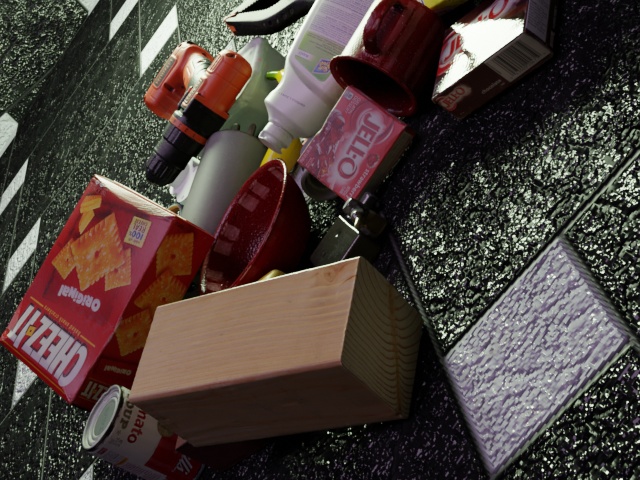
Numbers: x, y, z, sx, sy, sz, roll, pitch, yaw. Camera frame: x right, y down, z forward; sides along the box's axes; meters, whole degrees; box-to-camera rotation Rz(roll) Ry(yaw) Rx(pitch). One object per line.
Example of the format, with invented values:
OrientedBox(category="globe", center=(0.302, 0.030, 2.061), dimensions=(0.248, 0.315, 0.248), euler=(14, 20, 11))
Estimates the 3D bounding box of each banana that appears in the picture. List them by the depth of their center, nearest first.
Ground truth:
OrientedBox(category="banana", center=(-0.036, -0.133, 1.200), dimensions=(0.070, 0.037, 0.197), euler=(-33, 37, 36))

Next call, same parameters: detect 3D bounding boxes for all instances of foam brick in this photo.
OrientedBox(category="foam brick", center=(-0.082, 0.159, 0.940), dimensions=(0.078, 0.051, 0.053), euler=(-37, 31, 38))

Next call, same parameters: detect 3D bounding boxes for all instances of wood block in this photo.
OrientedBox(category="wood block", center=(-0.036, 0.091, 0.821), dimensions=(0.206, 0.090, 0.090), euler=(-15, 47, 34))

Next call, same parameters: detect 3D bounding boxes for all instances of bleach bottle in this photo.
OrientedBox(category="bleach bottle", center=(0.014, -0.200, 1.094), dimensions=(0.103, 0.068, 0.251), euler=(29, 81, 35))

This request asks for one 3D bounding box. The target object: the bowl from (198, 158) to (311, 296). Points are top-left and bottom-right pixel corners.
OrientedBox(category="bowl", center=(-0.057, 0.001, 1.059), dimensions=(0.162, 0.055, 0.162), euler=(-49, 25, 31))

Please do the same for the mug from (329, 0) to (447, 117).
OrientedBox(category="mug", center=(0.064, -0.179, 0.984), dimensions=(0.093, 0.117, 0.081), euler=(23, 74, 26))

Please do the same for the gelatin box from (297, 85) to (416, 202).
OrientedBox(category="gelatin box", center=(0.033, -0.086, 0.983), dimensions=(0.073, 0.030, 0.089), euler=(40, 101, 25))

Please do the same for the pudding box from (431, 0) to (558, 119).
OrientedBox(category="pudding box", center=(0.146, -0.166, 0.893), dimensions=(0.114, 0.039, 0.090), euler=(-31, 35, 44))

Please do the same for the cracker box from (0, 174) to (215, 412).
OrientedBox(category="cracker box", center=(-0.227, 0.053, 1.114), dimensions=(0.164, 0.072, 0.213), euler=(27, 86, 44))

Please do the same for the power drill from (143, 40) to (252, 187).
OrientedBox(category="power drill", center=(-0.165, -0.164, 1.311), dimensions=(0.184, 0.057, 0.188), euler=(-52, 28, 6))

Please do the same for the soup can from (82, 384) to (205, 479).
OrientedBox(category="soup can", center=(-0.162, 0.185, 0.998), dimensions=(0.069, 0.102, 0.068), euler=(-43, 28, 30))

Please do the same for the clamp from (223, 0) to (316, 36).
OrientedBox(category="clamp", center=(-0.021, -0.306, 1.306), dimensions=(0.210, 0.036, 0.164), euler=(-14, 42, 27))
